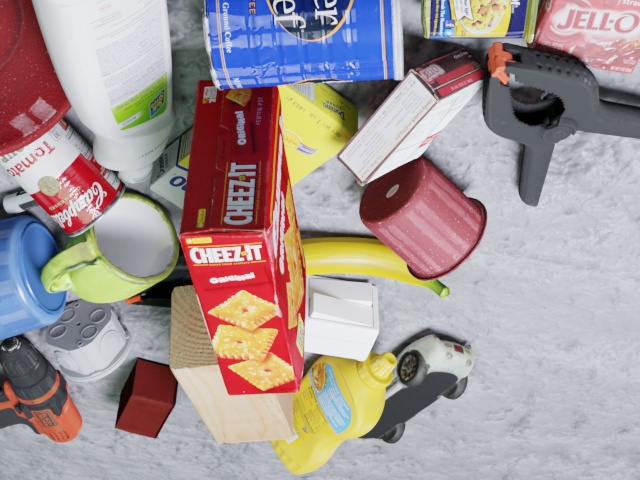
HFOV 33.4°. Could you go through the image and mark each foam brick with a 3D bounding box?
[{"bbox_3d":[-0.198,0.180,1.216,0.051,0.053,0.078,16,135,-16],"label":"foam brick"}]

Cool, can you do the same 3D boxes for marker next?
[{"bbox_3d":[-0.239,-0.049,0.988,0.121,0.020,0.020,-16,135,18],"label":"marker"}]

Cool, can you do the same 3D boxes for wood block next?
[{"bbox_3d":[-0.087,0.130,1.101,0.090,0.091,0.206,-5,150,5],"label":"wood block"}]

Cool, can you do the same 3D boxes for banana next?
[{"bbox_3d":[0.024,0.020,1.026,0.197,0.069,0.037,4,110,-4],"label":"banana"}]

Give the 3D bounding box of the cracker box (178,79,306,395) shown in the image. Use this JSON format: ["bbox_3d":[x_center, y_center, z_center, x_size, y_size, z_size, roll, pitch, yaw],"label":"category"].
[{"bbox_3d":[-0.056,0.001,0.865,0.072,0.164,0.214,-3,140,4],"label":"cracker box"}]

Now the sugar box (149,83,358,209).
[{"bbox_3d":[-0.060,-0.079,0.933,0.093,0.048,0.176,32,128,-30],"label":"sugar box"}]

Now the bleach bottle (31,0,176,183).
[{"bbox_3d":[-0.164,-0.131,0.836,0.102,0.068,0.251,-35,152,-25],"label":"bleach bottle"}]

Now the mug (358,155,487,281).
[{"bbox_3d":[0.082,-0.024,0.971,0.081,0.093,0.117,40,162,-29],"label":"mug"}]

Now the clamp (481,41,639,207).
[{"bbox_3d":[0.206,-0.104,0.883,0.165,0.036,0.209,-21,145,25],"label":"clamp"}]

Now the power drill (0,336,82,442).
[{"bbox_3d":[-0.382,0.177,1.212,0.188,0.057,0.184,-6,137,8],"label":"power drill"}]

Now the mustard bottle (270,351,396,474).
[{"bbox_3d":[0.017,0.177,1.179,0.058,0.096,0.192,1,146,-44],"label":"mustard bottle"}]

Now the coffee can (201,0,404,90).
[{"bbox_3d":[-0.010,-0.167,0.793,0.140,0.103,0.103,-3,138,4],"label":"coffee can"}]

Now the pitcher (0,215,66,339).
[{"bbox_3d":[-0.372,0.056,1.039,0.243,0.149,0.145,-13,116,11],"label":"pitcher"}]

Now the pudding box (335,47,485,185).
[{"bbox_3d":[0.075,-0.102,0.873,0.039,0.089,0.114,49,130,11],"label":"pudding box"}]

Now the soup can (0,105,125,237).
[{"bbox_3d":[-0.228,-0.062,0.923,0.069,0.068,0.102,-28,116,28],"label":"soup can"}]

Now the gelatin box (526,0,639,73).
[{"bbox_3d":[0.215,-0.172,0.837,0.089,0.030,0.073,8,137,-8],"label":"gelatin box"}]

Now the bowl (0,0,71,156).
[{"bbox_3d":[-0.248,-0.145,0.819,0.055,0.161,0.162,37,143,23],"label":"bowl"}]

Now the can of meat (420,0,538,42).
[{"bbox_3d":[0.118,-0.197,0.792,0.084,0.057,0.102,0,138,3],"label":"can of meat"}]

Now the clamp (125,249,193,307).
[{"bbox_3d":[-0.119,0.026,1.054,0.171,0.039,0.120,-11,136,7],"label":"clamp"}]
